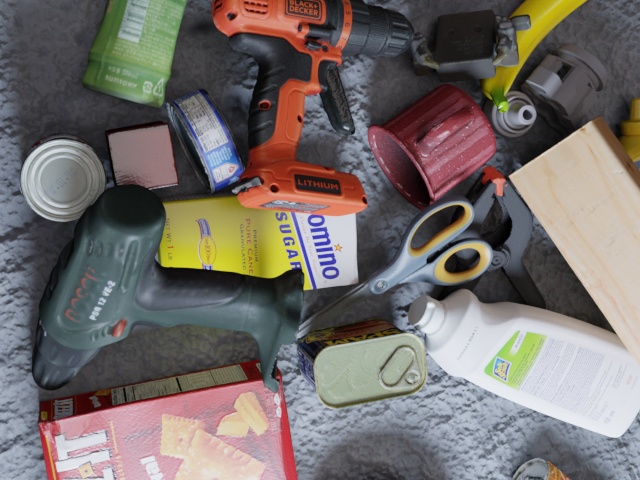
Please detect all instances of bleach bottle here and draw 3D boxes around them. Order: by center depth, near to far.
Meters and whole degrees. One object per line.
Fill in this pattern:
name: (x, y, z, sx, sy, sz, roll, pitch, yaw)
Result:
bleach bottle: (0.193, 0.100, 0.990, 0.250, 0.068, 0.102, 24, 94, -24)

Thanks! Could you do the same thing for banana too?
banana: (0.203, -0.195, 0.976, 0.197, 0.070, 0.037, -51, 140, -9)

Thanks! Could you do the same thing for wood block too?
wood block: (0.270, -0.002, 0.961, 0.090, 0.090, 0.206, -35, 86, 21)

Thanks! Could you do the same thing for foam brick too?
foam brick: (-0.152, -0.071, 0.899, 0.053, 0.078, 0.051, -11, 100, -10)

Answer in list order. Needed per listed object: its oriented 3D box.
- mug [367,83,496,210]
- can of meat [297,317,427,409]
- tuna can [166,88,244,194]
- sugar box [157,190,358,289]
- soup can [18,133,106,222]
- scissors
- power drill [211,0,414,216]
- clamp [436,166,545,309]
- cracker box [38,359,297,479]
mug: (0.103, -0.089, 0.941, 0.081, 0.117, 0.093, -36, 83, -12)
can of meat: (0.035, 0.108, 0.963, 0.102, 0.084, 0.057, -9, 99, -12)
tuna can: (-0.097, -0.085, 0.906, 0.033, 0.086, 0.086, -27, 102, -11)
sugar box: (-0.056, 0.001, 0.947, 0.176, 0.048, 0.093, -6, 100, -11)
soup can: (-0.211, -0.053, 0.874, 0.068, 0.102, 0.068, -2, 97, -14)
scissors: (0.072, 0.042, 0.956, 0.096, 0.016, 0.202, 34, 111, -26)
power drill: (-0.002, -0.117, 0.882, 0.184, 0.057, 0.187, 4, 79, -27)
clamp: (0.165, 0.014, 0.989, 0.120, 0.039, 0.171, -4, 121, -22)
cracker box: (-0.129, 0.207, 0.943, 0.213, 0.072, 0.164, -10, 99, -11)
